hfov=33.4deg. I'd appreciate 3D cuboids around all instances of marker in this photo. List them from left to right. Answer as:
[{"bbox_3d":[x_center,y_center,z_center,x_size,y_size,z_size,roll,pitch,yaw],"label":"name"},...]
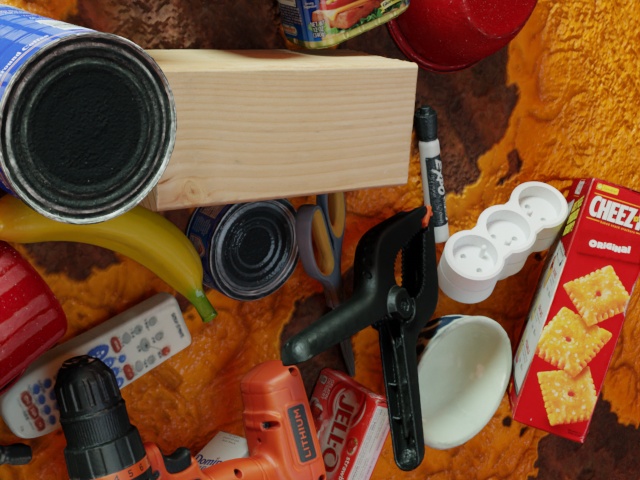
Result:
[{"bbox_3d":[0.093,-0.055,0.896,0.020,0.020,0.121,-25,120,-30],"label":"marker"}]

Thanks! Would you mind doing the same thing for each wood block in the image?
[{"bbox_3d":[-0.042,-0.082,0.733,0.205,0.090,0.091,-8,110,-36],"label":"wood block"}]

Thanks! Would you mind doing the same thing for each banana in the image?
[{"bbox_3d":[-0.138,-0.004,0.698,0.037,0.070,0.197,-43,140,18],"label":"banana"}]

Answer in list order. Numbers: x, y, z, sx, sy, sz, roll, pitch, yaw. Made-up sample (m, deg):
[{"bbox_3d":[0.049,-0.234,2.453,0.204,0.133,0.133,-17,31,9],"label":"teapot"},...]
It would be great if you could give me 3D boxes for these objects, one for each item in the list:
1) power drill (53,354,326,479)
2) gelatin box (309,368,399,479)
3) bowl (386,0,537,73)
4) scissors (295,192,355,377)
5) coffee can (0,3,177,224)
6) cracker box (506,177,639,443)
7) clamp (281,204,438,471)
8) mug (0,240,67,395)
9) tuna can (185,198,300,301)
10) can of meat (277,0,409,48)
[{"bbox_3d":[-0.089,0.147,0.744,0.187,0.057,0.184,-19,99,-42],"label":"power drill"},{"bbox_3d":[0.017,0.159,0.875,0.030,0.073,0.089,19,93,-41],"label":"gelatin box"},{"bbox_3d":[0.125,-0.209,0.843,0.161,0.055,0.162,-14,114,-35],"label":"bowl"},{"bbox_3d":[0.014,0.023,0.857,0.201,0.016,0.096,68,31,-54],"label":"scissors"},{"bbox_3d":[-0.160,-0.076,0.607,0.102,0.141,0.103,-14,114,-34],"label":"coffee can"},{"bbox_3d":[0.231,0.055,0.952,0.164,0.072,0.214,-24,133,-82],"label":"cracker box"},{"bbox_3d":[0.045,0.052,0.830,0.164,0.036,0.210,40,53,-38],"label":"clamp"},{"bbox_3d":[-0.208,0.057,0.658,0.081,0.093,0.117,-42,147,-25],"label":"mug"},{"bbox_3d":[-0.055,0.001,0.788,0.085,0.034,0.086,-14,114,-34],"label":"tuna can"},{"bbox_3d":[0.013,-0.193,0.759,0.102,0.058,0.084,-29,124,-27],"label":"can of meat"}]
